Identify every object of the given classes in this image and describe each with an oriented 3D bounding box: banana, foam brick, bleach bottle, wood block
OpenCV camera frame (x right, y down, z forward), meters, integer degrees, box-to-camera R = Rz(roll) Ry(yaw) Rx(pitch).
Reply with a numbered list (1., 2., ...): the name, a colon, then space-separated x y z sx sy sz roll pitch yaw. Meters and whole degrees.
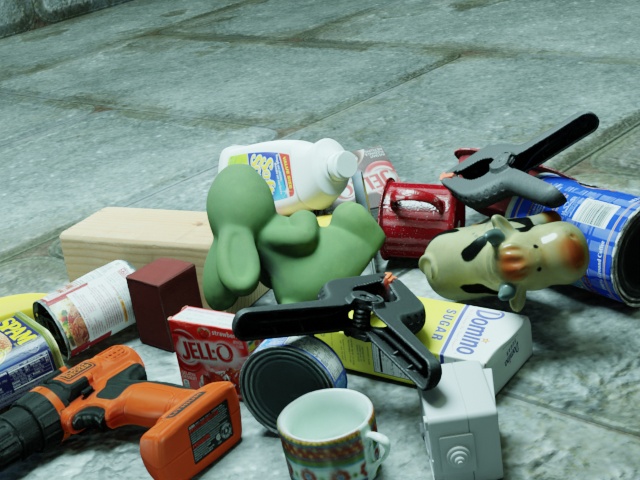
1. banana: -0.365 0.099 1.131 0.070 0.037 0.197 26 39 28
2. foam brick: -0.155 0.064 1.074 0.051 0.078 0.052 13 31 39
3. bleach bottle: -0.037 -0.079 1.247 0.068 0.102 0.251 6 -8 -31
4. wood block: -0.170 0.022 1.164 0.206 0.090 0.090 4 24 29

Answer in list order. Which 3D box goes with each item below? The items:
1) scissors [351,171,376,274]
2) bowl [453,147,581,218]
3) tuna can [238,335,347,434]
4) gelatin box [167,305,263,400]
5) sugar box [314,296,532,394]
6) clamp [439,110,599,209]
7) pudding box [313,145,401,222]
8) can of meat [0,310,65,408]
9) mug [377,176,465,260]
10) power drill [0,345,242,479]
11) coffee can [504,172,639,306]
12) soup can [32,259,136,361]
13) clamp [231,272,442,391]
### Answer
1. scissors: 0.056 0.013 1.175 0.016 0.096 0.202 -12 53 5
2. bowl: 0.216 -0.049 1.176 0.162 0.055 0.162 19 -3 1
3. tuna can: -0.022 0.118 0.881 0.086 0.086 0.033 0 22 22
4. gelatin box: -0.091 0.102 0.961 0.089 0.073 0.030 6 27 33
5. sugar box: 0.091 0.089 0.960 0.177 0.048 0.093 6 26 34
6. clamp: 0.188 -0.062 1.049 0.172 0.039 0.120 -21 28 41
7. pudding box: 0.040 -0.062 1.296 0.113 0.039 0.090 -15 56 -16
8. can of meat: -0.306 0.118 1.029 0.083 0.057 0.102 -26 27 -30
9. mug: 0.110 -0.026 1.152 0.082 0.117 0.093 4 66 17
10. power drill: -0.175 0.152 0.894 0.188 0.057 0.184 8 28 36
11. coffee can: 0.264 -0.003 1.040 0.102 0.103 0.141 -23 26 -30
12. soup can: -0.232 0.070 1.091 0.102 0.068 0.069 -29 29 -30
13. clamp: 0.025 0.062 0.882 0.164 0.036 0.210 13 15 7
